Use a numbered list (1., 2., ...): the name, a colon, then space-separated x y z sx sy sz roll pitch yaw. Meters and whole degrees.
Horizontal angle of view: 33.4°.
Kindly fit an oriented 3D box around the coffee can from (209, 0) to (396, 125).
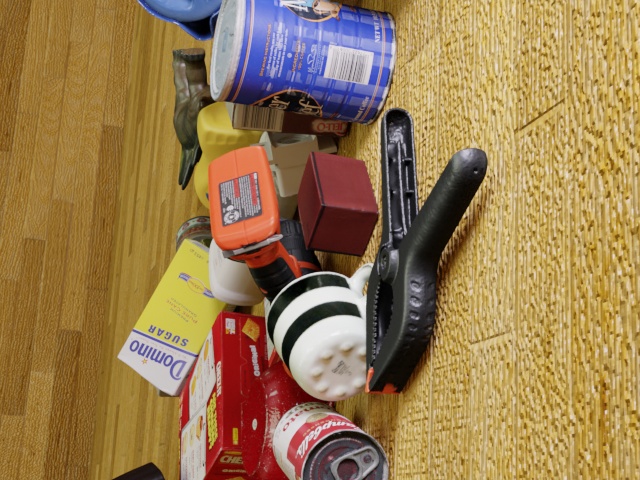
1. coffee can: -0.017 -0.162 0.931 0.103 0.140 0.103 -173 90 -74

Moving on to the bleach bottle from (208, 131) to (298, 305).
1. bleach bottle: -0.058 -0.040 1.162 0.251 0.068 0.102 119 152 -46

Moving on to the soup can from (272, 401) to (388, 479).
1. soup can: 0.005 0.170 0.840 0.102 0.068 0.068 -165 82 -74

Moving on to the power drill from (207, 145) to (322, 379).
1. power drill: -0.039 0.007 0.939 0.187 0.057 0.184 63 -170 -45

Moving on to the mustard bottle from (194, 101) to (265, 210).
1. mustard bottle: -0.097 -0.080 1.235 0.192 0.096 0.058 103 154 -52

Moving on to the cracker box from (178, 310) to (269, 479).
1. cracker box: -0.105 0.204 1.197 0.214 0.072 0.164 120 152 -51

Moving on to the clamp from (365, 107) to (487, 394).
1. clamp: 0.065 0.014 0.758 0.165 0.036 0.210 -146 63 -73

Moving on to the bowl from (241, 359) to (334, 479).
1. bowl: -0.037 0.177 1.004 0.162 0.055 0.162 -172 90 -73

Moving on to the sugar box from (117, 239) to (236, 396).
1. sugar box: -0.168 0.096 1.318 0.176 0.093 0.048 -59 -16 6

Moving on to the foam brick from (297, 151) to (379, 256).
1. foam brick: 0.013 -0.032 0.929 0.078 0.051 0.053 -101 23 -48

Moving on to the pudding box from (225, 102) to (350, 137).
1. pudding box: -0.033 -0.134 1.024 0.090 0.113 0.039 -112 31 -61
